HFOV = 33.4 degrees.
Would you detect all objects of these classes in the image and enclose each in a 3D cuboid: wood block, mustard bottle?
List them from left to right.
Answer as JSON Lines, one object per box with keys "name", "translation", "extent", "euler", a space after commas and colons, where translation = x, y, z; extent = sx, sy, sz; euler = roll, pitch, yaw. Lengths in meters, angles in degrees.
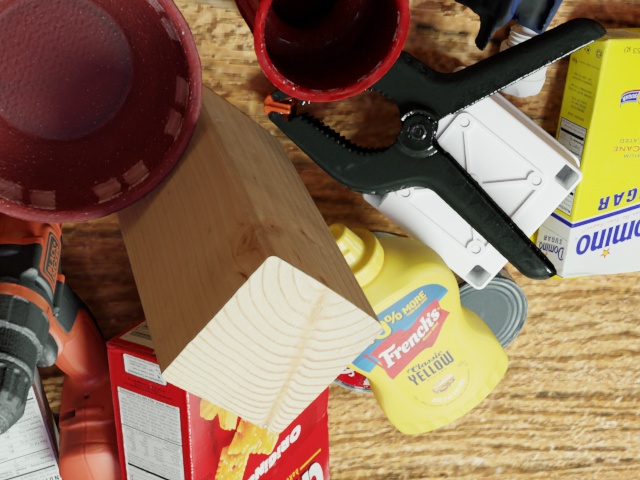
{"name": "wood block", "translation": [-0.054, 0.001, 0.635], "extent": [0.090, 0.206, 0.091], "euler": [34, 107, -35]}
{"name": "mustard bottle", "translation": [0.051, 0.052, 0.714], "extent": [0.096, 0.058, 0.191], "euler": [-34, 131, 5]}

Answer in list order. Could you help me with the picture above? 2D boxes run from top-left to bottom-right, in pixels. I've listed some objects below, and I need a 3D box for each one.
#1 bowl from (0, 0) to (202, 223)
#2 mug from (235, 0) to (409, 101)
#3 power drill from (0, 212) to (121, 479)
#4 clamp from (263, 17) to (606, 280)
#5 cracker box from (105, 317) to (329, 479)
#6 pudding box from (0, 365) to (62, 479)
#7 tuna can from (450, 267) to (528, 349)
{"name": "bowl", "translation": [-0.151, -0.094, 0.616], "extent": [0.162, 0.055, 0.162], "euler": [-5, 113, -12]}
{"name": "mug", "translation": [-0.008, -0.150, 0.624], "extent": [0.093, 0.081, 0.117], "euler": [-24, 129, -3]}
{"name": "power drill", "translation": [-0.169, 0.079, 0.675], "extent": [0.057, 0.184, 0.187], "euler": [-8, 137, 6]}
{"name": "clamp", "translation": [0.071, -0.080, 0.675], "extent": [0.210, 0.036, 0.165], "euler": [18, 104, 8]}
{"name": "cracker box", "translation": [-0.060, 0.134, 0.741], "extent": [0.163, 0.072, 0.214], "euler": [-34, 131, -49]}
{"name": "pudding box", "translation": [-0.234, 0.126, 0.739], "extent": [0.090, 0.039, 0.113], "euler": [-16, 103, -10]}
{"name": "tuna can", "translation": [0.119, 0.055, 0.847], "extent": [0.086, 0.034, 0.086], "euler": [-10, 126, -14]}
